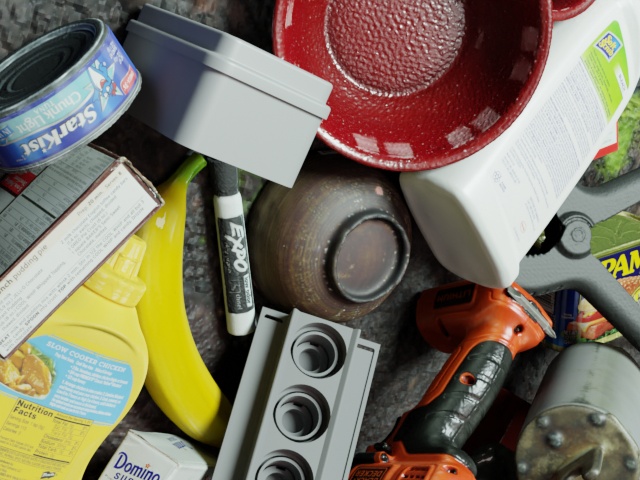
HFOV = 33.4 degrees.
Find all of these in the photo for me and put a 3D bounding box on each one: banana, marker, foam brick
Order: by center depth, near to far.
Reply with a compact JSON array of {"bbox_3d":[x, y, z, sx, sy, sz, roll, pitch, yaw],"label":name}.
[{"bbox_3d":[-0.084,0.050,0.639,0.069,0.037,0.198,-16,115,-27],"label":"banana"},{"bbox_3d":[-0.054,0.001,0.654,0.020,0.020,0.121,-18,116,-29],"label":"marker"},{"bbox_3d":[0.133,0.153,0.818,0.051,0.053,0.078,34,86,-38],"label":"foam brick"}]

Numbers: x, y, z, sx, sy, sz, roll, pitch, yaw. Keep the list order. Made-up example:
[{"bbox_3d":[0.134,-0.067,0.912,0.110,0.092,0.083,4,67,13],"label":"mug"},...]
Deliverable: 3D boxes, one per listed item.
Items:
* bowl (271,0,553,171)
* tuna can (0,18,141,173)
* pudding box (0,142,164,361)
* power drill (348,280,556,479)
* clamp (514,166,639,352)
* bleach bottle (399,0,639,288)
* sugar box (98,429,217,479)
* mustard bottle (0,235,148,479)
[{"bbox_3d":[0.050,-0.124,0.625,0.162,0.055,0.162,-2,108,-6],"label":"bowl"},{"bbox_3d":[-0.134,-0.073,0.530,0.086,0.086,0.033,-41,123,-16],"label":"tuna can"},{"bbox_3d":[-0.146,-0.002,0.545,0.113,0.090,0.039,-48,126,-12],"label":"pudding box"},{"bbox_3d":[0.063,0.115,0.707,0.057,0.185,0.187,43,60,-21],"label":"power drill"},{"bbox_3d":[0.181,-0.012,0.751,0.210,0.036,0.164,17,83,-8],"label":"clamp"},{"bbox_3d":[0.160,-0.091,0.704,0.250,0.068,0.102,-47,130,-19],"label":"bleach bottle"},{"bbox_3d":[-0.128,0.199,0.636,0.176,0.048,0.093,-61,161,-5],"label":"sugar box"},{"bbox_3d":[-0.149,0.080,0.581,0.096,0.058,0.192,27,95,-36],"label":"mustard bottle"}]
